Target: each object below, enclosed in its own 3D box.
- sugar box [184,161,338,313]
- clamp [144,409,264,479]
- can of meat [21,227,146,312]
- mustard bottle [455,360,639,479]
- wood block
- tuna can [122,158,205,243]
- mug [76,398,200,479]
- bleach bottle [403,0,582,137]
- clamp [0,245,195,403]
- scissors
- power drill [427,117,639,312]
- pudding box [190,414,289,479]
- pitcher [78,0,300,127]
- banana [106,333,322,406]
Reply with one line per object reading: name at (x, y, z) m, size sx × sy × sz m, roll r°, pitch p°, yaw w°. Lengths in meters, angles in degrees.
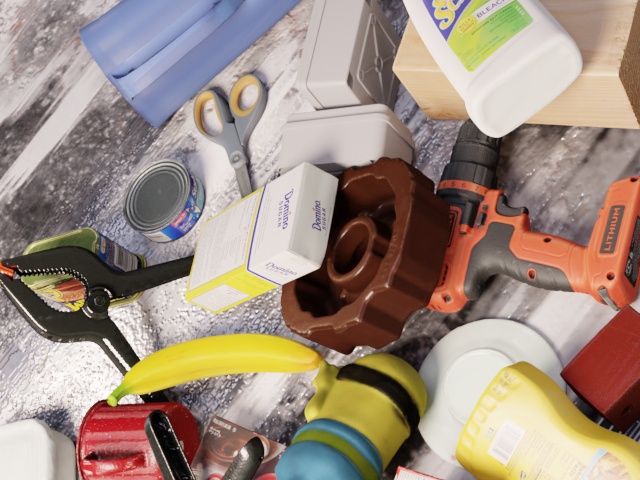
sugar box at (-0.056, 0.002, 0.988) m, size 0.177 × 0.048 × 0.093 m, roll -22°, pitch 49°, yaw 48°
clamp at (-0.092, 0.229, 0.892) m, size 0.120 × 0.039 × 0.171 m, roll -1°, pitch 99°, yaw 40°
can of meat at (-0.246, 0.032, 1.105) m, size 0.102 × 0.083 × 0.057 m, roll -15°, pitch 60°, yaw 23°
mustard bottle at (0.195, 0.179, 0.780) m, size 0.192 × 0.058 × 0.096 m, roll 37°, pitch 114°, yaw 29°
wood block at (0.183, -0.163, 0.948) m, size 0.206 × 0.090 × 0.090 m, roll 8°, pitch 70°, yaw 33°
tuna can at (-0.165, -0.041, 1.125) m, size 0.086 × 0.033 × 0.086 m, roll -13°, pitch 61°, yaw 24°
mug at (-0.168, 0.190, 0.967) m, size 0.082 × 0.117 × 0.093 m, roll -6°, pitch 89°, yaw 22°
bleach bottle at (0.115, -0.203, 0.912) m, size 0.102 × 0.068 × 0.251 m, roll -37°, pitch 51°, yaw 8°
clamp at (-0.207, 0.054, 1.029) m, size 0.164 × 0.210 × 0.036 m, roll -68°, pitch 13°, yaw -21°
scissors at (-0.073, -0.100, 1.113) m, size 0.096 × 0.016 × 0.202 m, roll -39°, pitch 54°, yaw 8°
power drill at (0.181, -0.020, 0.902) m, size 0.188 × 0.057 × 0.184 m, roll 5°, pitch 74°, yaw 35°
pudding box at (-0.063, 0.215, 0.937) m, size 0.114 × 0.039 × 0.090 m, roll 16°, pitch 77°, yaw 35°
pitcher at (-0.127, -0.240, 1.140) m, size 0.243 × 0.145 × 0.149 m, roll -37°, pitch 64°, yaw 5°
banana at (-0.097, 0.116, 0.987) m, size 0.198 × 0.037 × 0.069 m, roll -12°, pitch 36°, yaw 2°
